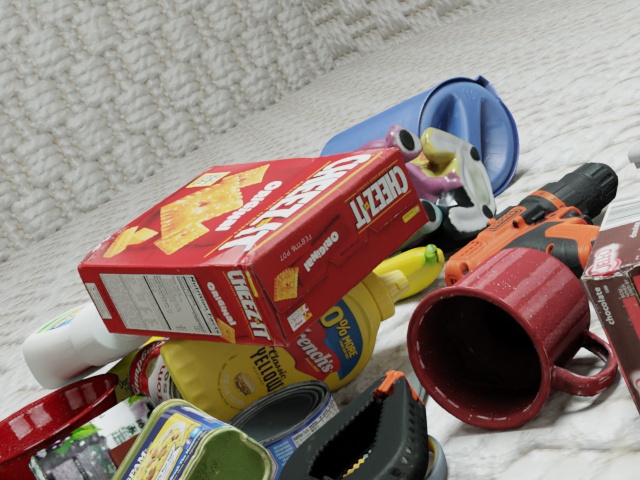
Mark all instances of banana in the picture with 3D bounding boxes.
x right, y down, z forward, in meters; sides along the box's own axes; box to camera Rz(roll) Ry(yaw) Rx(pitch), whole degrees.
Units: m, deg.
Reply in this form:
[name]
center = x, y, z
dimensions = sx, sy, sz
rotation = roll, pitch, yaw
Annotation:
[banana]
center = 0.037, 0.036, 0.948
dimensions = 0.198, 0.069, 0.037
rotation = -21, 56, 35

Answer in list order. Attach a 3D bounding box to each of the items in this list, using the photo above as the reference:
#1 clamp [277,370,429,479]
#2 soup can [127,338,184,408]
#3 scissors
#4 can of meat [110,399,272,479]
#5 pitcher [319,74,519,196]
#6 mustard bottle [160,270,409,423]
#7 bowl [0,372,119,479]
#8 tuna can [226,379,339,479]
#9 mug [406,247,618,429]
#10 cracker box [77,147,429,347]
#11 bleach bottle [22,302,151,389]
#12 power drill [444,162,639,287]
[clamp]
center = 0.005, 0.149, 0.559
dimensions = 0.165, 0.036, 0.209
rotation = -8, 32, 51
[soup can]
center = -0.113, 0.118, 0.892
dimensions = 0.068, 0.068, 0.102
rotation = -33, 13, -26
[scissors]
center = 0.037, 0.125, 0.681
dimensions = 0.096, 0.016, 0.201
rotation = -25, 12, 6
[can of meat]
center = -0.084, 0.155, 0.654
dimensions = 0.102, 0.057, 0.084
rotation = -59, 25, -14
[pitcher]
center = 0.094, -0.084, 1.202
dimensions = 0.149, 0.145, 0.243
rotation = -20, 4, -30
[mustard bottle]
center = -0.017, 0.075, 0.807
dimensions = 0.191, 0.096, 0.058
rotation = -29, 13, -12
[bowl]
center = -0.235, 0.178, 0.922
dimensions = 0.162, 0.055, 0.162
rotation = -25, 10, 4
[tuna can]
center = -0.026, 0.133, 0.735
dimensions = 0.086, 0.034, 0.086
rotation = -25, 12, 6
[mug]
center = 0.122, 0.058, 0.642
dimensions = 0.117, 0.093, 0.081
rotation = 20, 33, 29
[cracker box]
center = -0.055, 0.001, 0.787
dimensions = 0.214, 0.072, 0.164
rotation = -2, 30, 47
[bleach bottle]
center = -0.199, 0.084, 0.979
dimensions = 0.102, 0.068, 0.251
rotation = -30, 3, -30
[power drill]
center = 0.205, -0.011, 0.802
dimensions = 0.184, 0.057, 0.188
rotation = -36, 12, -23
